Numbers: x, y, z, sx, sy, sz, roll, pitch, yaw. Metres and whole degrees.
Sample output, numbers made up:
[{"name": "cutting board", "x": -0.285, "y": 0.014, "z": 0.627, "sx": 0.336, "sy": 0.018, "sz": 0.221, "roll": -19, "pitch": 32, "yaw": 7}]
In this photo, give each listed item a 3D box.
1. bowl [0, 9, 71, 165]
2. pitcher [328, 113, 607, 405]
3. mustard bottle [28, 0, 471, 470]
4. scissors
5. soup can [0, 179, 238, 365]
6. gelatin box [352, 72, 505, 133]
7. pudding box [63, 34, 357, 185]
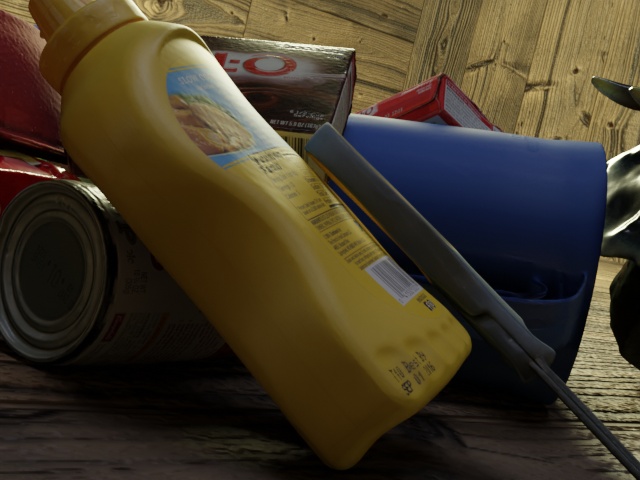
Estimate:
[{"name": "bowl", "x": -0.176, "y": -0.080, "z": 0.478, "sx": 0.162, "sy": 0.055, "sz": 0.162, "roll": 15, "pitch": -2, "yaw": 0}, {"name": "pitcher", "x": 0.013, "y": -0.002, "z": 0.531, "sx": 0.243, "sy": 0.145, "sz": 0.149, "roll": 10, "pitch": -29, "yaw": 4}, {"name": "mustard bottle", "x": -0.033, "y": -0.016, "z": 0.363, "sx": 0.191, "sy": 0.058, "sz": 0.096, "roll": 49, "pitch": 18, "yaw": 6}, {"name": "scissors", "x": 0.068, "y": 0.034, "z": 0.389, "sx": 0.202, "sy": 0.016, "sz": 0.096, "roll": 47, "pitch": 4, "yaw": 11}, {"name": "soup can", "x": -0.069, "y": 0.014, "z": 0.417, "sx": 0.069, "sy": 0.068, "sz": 0.102, "roll": 17, "pitch": 6, "yaw": 35}, {"name": "gelatin box", "x": 0.064, "y": -0.049, "z": 0.602, "sx": 0.073, "sy": 0.030, "sz": 0.089, "roll": -21, "pitch": -43, "yaw": 38}, {"name": "pudding box", "x": -0.045, "y": -0.058, "z": 0.471, "sx": 0.113, "sy": 0.039, "sz": 0.090, "roll": 8, "pitch": 34, "yaw": 5}]
